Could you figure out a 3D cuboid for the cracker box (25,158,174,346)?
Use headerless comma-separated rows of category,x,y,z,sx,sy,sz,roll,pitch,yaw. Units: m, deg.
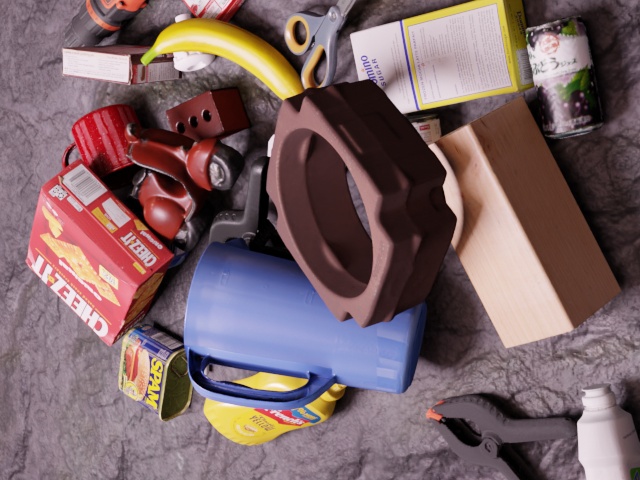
cracker box,-0.276,0.022,1.306,0.164,0.072,0.214,45,149,4

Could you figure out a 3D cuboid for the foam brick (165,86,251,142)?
foam brick,-0.130,-0.140,1.233,0.078,0.051,0.053,-19,91,38

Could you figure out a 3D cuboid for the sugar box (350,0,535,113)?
sugar box,0.118,-0.178,1.050,0.177,0.048,0.093,-5,99,40

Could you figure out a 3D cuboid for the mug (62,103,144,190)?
mug,-0.264,-0.109,1.309,0.117,0.093,0.081,-25,82,12

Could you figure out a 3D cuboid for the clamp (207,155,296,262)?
clamp,-0.058,0.001,1.211,0.164,0.036,0.210,44,143,-10

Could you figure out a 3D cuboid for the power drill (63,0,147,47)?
power drill,-0.280,-0.341,1.283,0.185,0.057,0.187,-32,86,33

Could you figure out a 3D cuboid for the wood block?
wood block,0.181,-0.016,1.000,0.090,0.090,0.206,-25,93,52

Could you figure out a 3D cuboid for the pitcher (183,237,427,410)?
pitcher,-0.018,0.096,1.128,0.243,0.145,0.149,11,103,11

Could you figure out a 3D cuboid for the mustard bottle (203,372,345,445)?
mustard bottle,-0.040,0.183,1.239,0.192,0.058,0.096,-26,127,36

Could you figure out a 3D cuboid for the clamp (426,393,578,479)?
clamp,0.191,0.202,1.106,0.172,0.039,0.120,30,117,26

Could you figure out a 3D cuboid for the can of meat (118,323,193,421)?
can of meat,-0.211,0.167,1.374,0.084,0.057,0.102,25,116,30

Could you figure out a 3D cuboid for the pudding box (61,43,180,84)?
pudding box,-0.236,-0.210,1.265,0.114,0.089,0.039,10,108,33

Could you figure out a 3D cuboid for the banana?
banana,-0.099,-0.204,1.182,0.198,0.037,0.070,18,109,10

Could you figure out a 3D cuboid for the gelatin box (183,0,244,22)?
gelatin box,-0.124,-0.291,1.200,0.089,0.030,0.073,52,125,9

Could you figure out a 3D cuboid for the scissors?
scissors,0.006,-0.238,1.094,0.096,0.016,0.202,54,146,26
